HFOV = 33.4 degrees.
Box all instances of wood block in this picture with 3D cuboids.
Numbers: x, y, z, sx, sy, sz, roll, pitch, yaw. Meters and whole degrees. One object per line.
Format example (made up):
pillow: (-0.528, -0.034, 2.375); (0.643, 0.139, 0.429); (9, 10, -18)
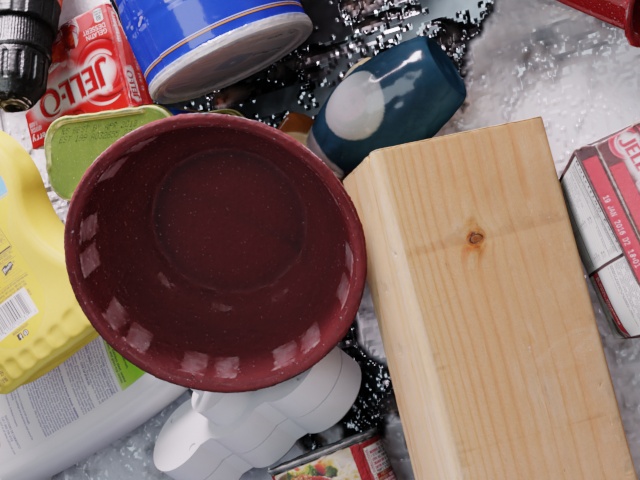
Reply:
wood block: (0.085, 0.053, 0.543); (0.090, 0.090, 0.206); (-12, 85, -9)

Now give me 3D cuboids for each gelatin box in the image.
gelatin box: (-0.160, -0.108, 0.714); (0.089, 0.030, 0.073); (-17, 84, 27)

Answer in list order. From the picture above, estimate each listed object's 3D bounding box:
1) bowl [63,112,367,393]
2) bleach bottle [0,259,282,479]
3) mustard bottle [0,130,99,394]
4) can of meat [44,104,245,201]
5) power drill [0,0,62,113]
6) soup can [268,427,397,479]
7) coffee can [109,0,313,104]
bowl: (-0.054, 0.001, 0.582); (0.162, 0.055, 0.162); (2, 114, 4)
bleach bottle: (-0.124, 0.077, 0.685); (0.251, 0.068, 0.102); (-27, 80, 23)
mustard bottle: (-0.204, -0.011, 0.638); (0.096, 0.058, 0.191); (-35, 87, 19)
can of meat: (-0.105, -0.052, 0.658); (0.102, 0.083, 0.057); (-4, 90, 27)
power drill: (-0.252, -0.153, 0.724); (0.188, 0.057, 0.184); (-13, 65, 26)
soup can: (0.020, 0.167, 0.610); (0.069, 0.068, 0.102); (-26, 81, 25)
coffee can: (-0.079, -0.165, 0.620); (0.103, 0.102, 0.140); (-25, 89, 25)
